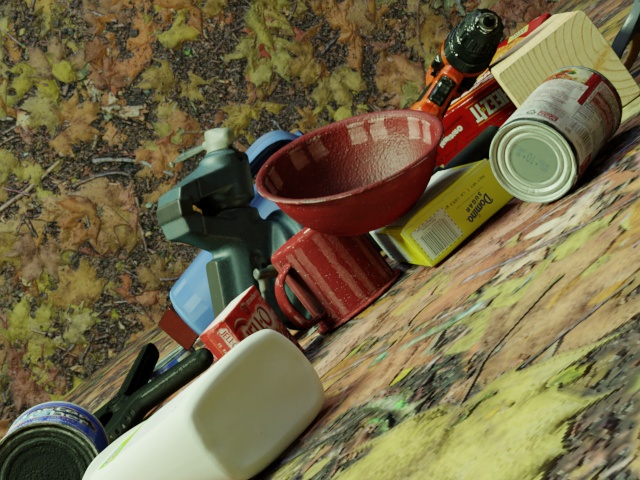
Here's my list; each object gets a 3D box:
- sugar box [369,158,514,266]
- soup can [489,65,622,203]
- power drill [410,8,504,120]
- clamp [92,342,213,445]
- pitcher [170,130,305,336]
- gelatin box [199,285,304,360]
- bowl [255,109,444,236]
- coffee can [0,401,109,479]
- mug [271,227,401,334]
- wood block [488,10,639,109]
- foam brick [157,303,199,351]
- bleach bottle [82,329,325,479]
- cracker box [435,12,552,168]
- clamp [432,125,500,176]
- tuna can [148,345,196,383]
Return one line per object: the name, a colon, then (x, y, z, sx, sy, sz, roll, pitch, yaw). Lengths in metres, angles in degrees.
sugar box: (0.101, -0.022, 0.933, 0.093, 0.048, 0.176, -40, 2, -3)
soup can: (0.174, -0.079, 0.786, 0.069, 0.068, 0.102, -34, 7, 44)
power drill: (0.111, -0.130, 1.062, 0.187, 0.057, 0.184, -56, -2, -12)
clamp: (-0.229, 0.194, 1.248, 0.209, 0.036, 0.165, -45, 20, -19)
pitcher: (-0.058, 0.001, 1.172, 0.243, 0.149, 0.145, -48, -4, 5)
gelatin box: (-0.054, 0.085, 0.880, 0.030, 0.073, 0.089, -37, 5, 19)
bowl: (0.030, -0.050, 0.884, 0.162, 0.055, 0.162, -16, 26, 8)
coffee can: (-0.245, 0.206, 0.972, 0.102, 0.103, 0.140, -38, 5, -8)
mug: (0.003, 0.029, 0.937, 0.117, 0.081, 0.093, -41, 6, -37)
wood block: (0.224, -0.153, 1.008, 0.091, 0.090, 0.206, -37, 5, 11)
foam brick: (-0.158, 0.088, 1.343, 0.078, 0.053, 0.051, -51, -1, -39)
bleach bottle: (-0.102, 0.144, 0.744, 0.102, 0.068, 0.251, -41, 3, -39)
cracker box: (0.206, -0.174, 1.279, 0.164, 0.072, 0.213, -35, 9, 36)
clamp: (0.136, -0.066, 1.139, 0.120, 0.039, 0.171, -40, 9, 32)
tuna can: (-0.191, 0.168, 1.364, 0.086, 0.034, 0.086, -38, 5, 3)
